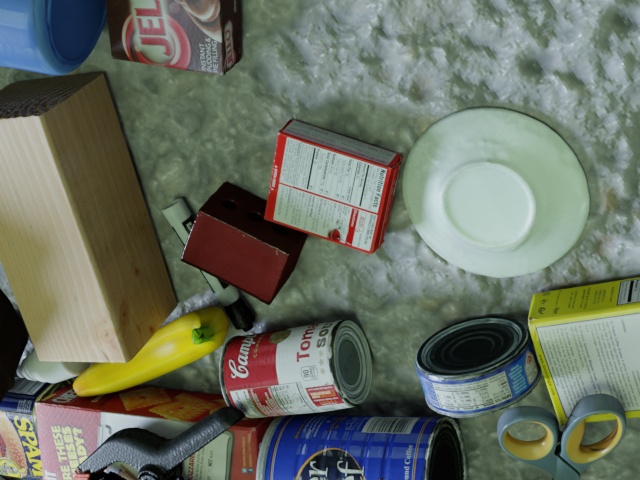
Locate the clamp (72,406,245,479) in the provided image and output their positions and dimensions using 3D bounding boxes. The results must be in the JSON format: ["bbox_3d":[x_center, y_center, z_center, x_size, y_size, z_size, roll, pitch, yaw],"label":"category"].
[{"bbox_3d":[-0.123,0.181,0.855,0.172,0.039,0.120,7,98,23],"label":"clamp"}]

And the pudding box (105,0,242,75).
[{"bbox_3d":[-0.102,-0.175,0.730,0.090,0.039,0.113,11,121,18],"label":"pudding box"}]

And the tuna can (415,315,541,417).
[{"bbox_3d":[0.112,0.088,0.762,0.086,0.086,0.034,-9,113,27],"label":"tuna can"}]

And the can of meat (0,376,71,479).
[{"bbox_3d":[-0.270,0.175,0.991,0.084,0.057,0.102,2,118,25],"label":"can of meat"}]

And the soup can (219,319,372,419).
[{"bbox_3d":[-0.019,0.101,0.835,0.102,0.068,0.068,-11,113,27],"label":"soup can"}]

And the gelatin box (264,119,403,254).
[{"bbox_3d":[0.009,-0.038,0.767,0.089,0.030,0.073,18,122,12],"label":"gelatin box"}]

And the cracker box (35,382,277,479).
[{"bbox_3d":[-0.134,0.215,0.930,0.214,0.072,0.164,3,103,23],"label":"cracker box"}]

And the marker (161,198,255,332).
[{"bbox_3d":[-0.087,0.022,0.848,0.020,0.020,0.121,-20,108,31],"label":"marker"}]

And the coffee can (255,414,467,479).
[{"bbox_3d":[0.034,0.189,0.841,0.140,0.102,0.103,-3,117,24],"label":"coffee can"}]

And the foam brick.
[{"bbox_3d":[-0.055,0.001,0.803,0.078,0.053,0.051,26,125,6],"label":"foam brick"}]

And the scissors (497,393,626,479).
[{"bbox_3d":[0.164,0.172,0.786,0.096,0.016,0.202,6,138,-4],"label":"scissors"}]

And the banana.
[{"bbox_3d":[-0.131,0.089,0.878,0.198,0.069,0.037,-29,74,45],"label":"banana"}]

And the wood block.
[{"bbox_3d":[-0.194,-0.016,0.830,0.091,0.090,0.206,-3,117,24],"label":"wood block"}]

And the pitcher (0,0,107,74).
[{"bbox_3d":[-0.275,-0.186,0.754,0.243,0.149,0.145,14,105,11],"label":"pitcher"}]
